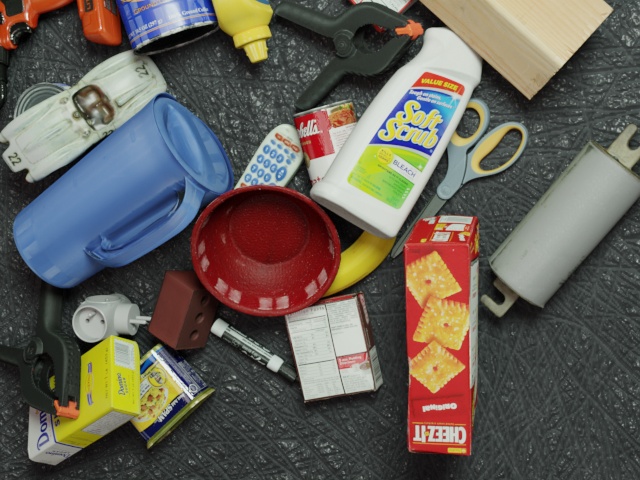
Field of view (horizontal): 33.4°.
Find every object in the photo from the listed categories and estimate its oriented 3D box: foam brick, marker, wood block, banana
[{"bbox_3d":[-0.156,0.079,1.234,0.051,0.052,0.078,28,106,34],"label":"foam brick"},{"bbox_3d":[-0.074,0.130,1.245,0.121,0.020,0.020,32,104,8],"label":"marker"},{"bbox_3d":[0.175,-0.253,1.069,0.206,0.090,0.090,43,72,3],"label":"wood block"},{"bbox_3d":[0.017,0.022,1.199,0.198,0.037,0.070,-37,71,16],"label":"banana"}]

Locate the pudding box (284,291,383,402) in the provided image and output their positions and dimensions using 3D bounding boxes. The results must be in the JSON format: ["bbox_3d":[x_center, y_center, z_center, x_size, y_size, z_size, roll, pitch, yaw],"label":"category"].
[{"bbox_3d":[0.014,0.121,1.212,0.090,0.039,0.113,-11,93,16],"label":"pudding box"}]

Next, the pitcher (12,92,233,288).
[{"bbox_3d":[-0.226,-0.041,1.199,0.243,0.149,0.145,-33,88,20],"label":"pitcher"}]

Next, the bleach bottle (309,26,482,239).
[{"bbox_3d":[0.092,-0.132,1.112,0.102,0.068,0.251,30,84,-13],"label":"bleach bottle"}]

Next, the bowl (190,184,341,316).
[{"bbox_3d":[-0.058,0.001,1.159,0.162,0.055,0.162,1,118,2],"label":"bowl"}]

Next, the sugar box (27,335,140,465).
[{"bbox_3d":[-0.278,0.189,1.245,0.176,0.048,0.093,-32,50,33],"label":"sugar box"}]

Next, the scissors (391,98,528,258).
[{"bbox_3d":[0.132,-0.075,1.164,0.202,0.016,0.096,-36,87,17],"label":"scissors"}]

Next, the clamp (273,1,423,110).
[{"bbox_3d":[0.024,-0.218,1.141,0.172,0.039,0.120,-17,101,32],"label":"clamp"}]

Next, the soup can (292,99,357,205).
[{"bbox_3d":[0.015,-0.096,1.164,0.069,0.068,0.102,-14,95,16],"label":"soup can"}]

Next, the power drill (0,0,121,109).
[{"bbox_3d":[-0.324,-0.246,1.222,0.188,0.057,0.184,-7,83,13],"label":"power drill"}]

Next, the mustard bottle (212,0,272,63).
[{"bbox_3d":[-0.095,-0.285,1.150,0.058,0.096,0.191,-16,94,15],"label":"mustard bottle"}]

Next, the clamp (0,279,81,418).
[{"bbox_3d":[-0.322,0.122,1.253,0.165,0.036,0.210,-57,46,11],"label":"clamp"}]

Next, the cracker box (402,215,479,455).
[{"bbox_3d":[0.126,0.091,1.105,0.072,0.164,0.214,1,101,11],"label":"cracker box"}]

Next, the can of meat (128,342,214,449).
[{"bbox_3d":[-0.191,0.181,1.264,0.102,0.057,0.084,-44,84,15],"label":"can of meat"}]

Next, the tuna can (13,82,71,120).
[{"bbox_3d":[-0.316,-0.143,1.261,0.086,0.033,0.086,2,98,14],"label":"tuna can"}]

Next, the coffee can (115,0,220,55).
[{"bbox_3d":[-0.179,-0.286,1.169,0.103,0.102,0.140,-18,93,16],"label":"coffee can"}]
